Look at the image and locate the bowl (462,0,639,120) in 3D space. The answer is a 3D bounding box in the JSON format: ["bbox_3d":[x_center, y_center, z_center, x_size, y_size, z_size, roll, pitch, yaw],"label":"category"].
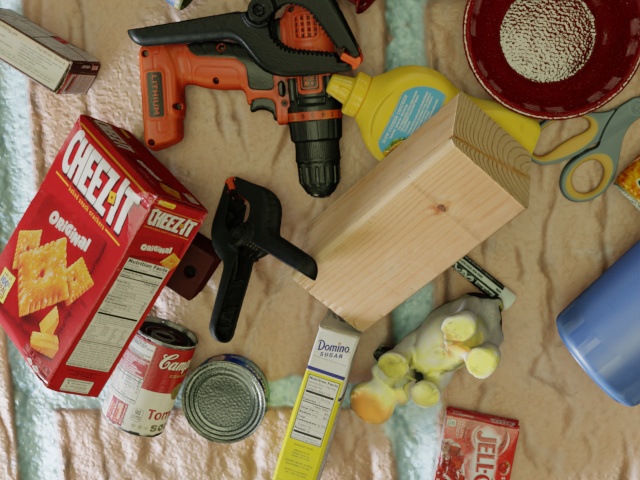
[{"bbox_3d":[0.208,-0.188,0.961,0.162,0.055,0.162,0,95,5],"label":"bowl"}]

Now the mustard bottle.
[{"bbox_3d":[0.095,-0.106,0.975,0.191,0.058,0.096,23,116,-7],"label":"mustard bottle"}]

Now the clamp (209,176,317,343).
[{"bbox_3d":[-0.056,0.001,0.981,0.120,0.039,0.171,-25,51,23],"label":"clamp"}]

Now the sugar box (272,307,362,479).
[{"bbox_3d":[-0.002,0.157,1.029,0.048,0.093,0.176,15,100,5],"label":"sugar box"}]

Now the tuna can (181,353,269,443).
[{"bbox_3d":[-0.094,0.158,1.071,0.086,0.033,0.086,1,99,8],"label":"tuna can"}]

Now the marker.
[{"bbox_3d":[0.136,0.022,1.026,0.121,0.020,0.020,39,102,0],"label":"marker"}]

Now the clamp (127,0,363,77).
[{"bbox_3d":[-0.053,-0.217,0.948,0.210,0.036,0.165,22,109,2],"label":"clamp"}]

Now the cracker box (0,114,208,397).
[{"bbox_3d":[-0.220,0.013,1.006,0.164,0.072,0.214,43,106,40],"label":"cracker box"}]

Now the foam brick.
[{"bbox_3d":[-0.141,0.014,1.046,0.078,0.051,0.053,32,102,1],"label":"foam brick"}]

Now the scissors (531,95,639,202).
[{"bbox_3d":[0.291,-0.102,0.987,0.202,0.016,0.096,-19,98,11],"label":"scissors"}]

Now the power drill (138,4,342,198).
[{"bbox_3d":[-0.073,-0.128,1.013,0.187,0.057,0.184,-3,95,5],"label":"power drill"}]

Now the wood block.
[{"bbox_3d":[0.079,-0.021,0.947,0.090,0.090,0.206,39,125,-16],"label":"wood block"}]

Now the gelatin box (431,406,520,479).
[{"bbox_3d":[0.152,0.214,1.049,0.073,0.030,0.089,11,101,6],"label":"gelatin box"}]

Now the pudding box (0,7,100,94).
[{"bbox_3d":[-0.275,-0.181,1.013,0.113,0.090,0.039,30,101,2],"label":"pudding box"}]

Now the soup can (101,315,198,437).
[{"bbox_3d":[-0.170,0.135,1.061,0.068,0.068,0.102,23,102,3],"label":"soup can"}]
